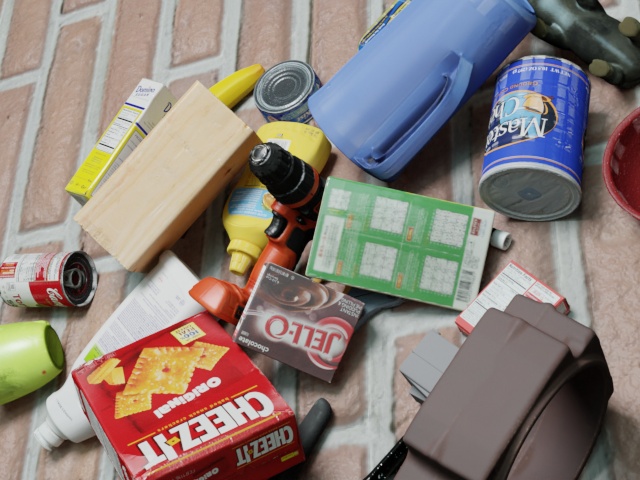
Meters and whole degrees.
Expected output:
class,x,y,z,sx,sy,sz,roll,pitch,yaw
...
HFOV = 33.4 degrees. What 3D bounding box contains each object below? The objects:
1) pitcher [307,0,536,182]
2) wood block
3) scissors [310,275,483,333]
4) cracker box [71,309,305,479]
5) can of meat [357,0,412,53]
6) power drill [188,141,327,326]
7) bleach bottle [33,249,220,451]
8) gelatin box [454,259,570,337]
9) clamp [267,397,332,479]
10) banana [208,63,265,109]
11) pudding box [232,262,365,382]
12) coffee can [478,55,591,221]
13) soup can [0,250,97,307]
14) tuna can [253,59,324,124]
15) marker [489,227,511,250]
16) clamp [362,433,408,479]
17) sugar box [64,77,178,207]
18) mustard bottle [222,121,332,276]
class,x,y,z,sx,sy,sz,roll,pitch,yaw
pitcher,0.113,-0.181,1.141,0.243,0.144,0.149,-45,74,22
wood block,-0.169,-0.068,1.210,0.090,0.091,0.206,42,90,6
scissors,0.067,0.048,1.142,0.202,0.016,0.096,-26,54,9
cracker box,-0.138,0.171,1.066,0.164,0.072,0.214,-23,33,-19
can of meat,0.105,-0.236,1.279,0.102,0.057,0.084,-47,50,-9
power drill,-0.057,0.001,1.138,0.057,0.184,0.187,35,88,38
bleach bottle,-0.226,0.132,1.202,0.251,0.068,0.103,-45,53,-3
gelatin box,0.190,0.074,1.058,0.089,0.030,0.073,-45,51,-6
clamp,-0.056,0.254,1.057,0.165,0.036,0.210,-20,50,14
banana,-0.143,-0.156,1.343,0.070,0.037,0.197,2,42,40
pudding box,-0.023,0.083,1.099,0.113,0.039,0.090,24,88,-5
coffee can,0.224,-0.105,1.109,0.103,0.102,0.140,-1,59,25
soup can,-0.334,0.048,1.303,0.102,0.068,0.068,-3,59,25
tuna can,-0.040,-0.182,1.328,0.086,0.033,0.086,-12,56,18
marker,0.148,-0.017,1.143,0.121,0.020,0.020,22,71,35
clamp,0.045,0.240,1.001,0.172,0.120,0.039,-39,89,15
sugar box,-0.235,-0.106,1.337,0.048,0.093,0.176,18,68,33
mustard bottle,-0.061,-0.045,1.236,0.096,0.058,0.191,8,64,31
